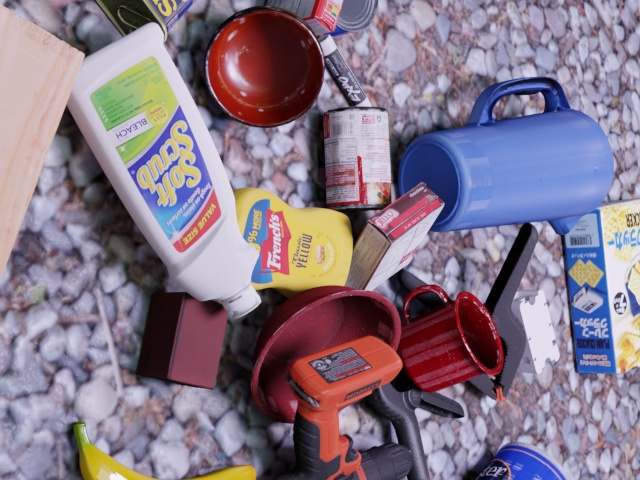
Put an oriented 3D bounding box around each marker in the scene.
[{"bbox_3d":[0.032,-0.162,1.121,0.020,0.020,0.121,-51,120,-31],"label":"marker"}]

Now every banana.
[{"bbox_3d":[-0.136,0.215,0.941,0.197,0.037,0.069,25,74,-38],"label":"banana"}]

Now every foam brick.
[{"bbox_3d":[-0.122,0.089,0.950,0.051,0.053,0.078,19,77,-40],"label":"foam brick"}]

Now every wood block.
[{"bbox_3d":[-0.267,-0.064,0.801,0.090,0.091,0.206,29,70,-36],"label":"wood block"}]

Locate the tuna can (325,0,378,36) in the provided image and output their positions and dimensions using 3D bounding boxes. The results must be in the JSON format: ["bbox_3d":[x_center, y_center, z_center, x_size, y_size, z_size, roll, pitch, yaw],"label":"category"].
[{"bbox_3d":[0.019,-0.256,1.104,0.085,0.034,0.086,2,86,-42],"label":"tuna can"}]

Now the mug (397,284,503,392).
[{"bbox_3d":[0.128,0.101,1.127,0.117,0.082,0.093,58,29,-9],"label":"mug"}]

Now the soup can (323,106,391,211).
[{"bbox_3d":[0.037,-0.082,1.090,0.068,0.069,0.102,-1,88,-42],"label":"soup can"}]

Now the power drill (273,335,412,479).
[{"bbox_3d":[0.026,0.186,1.023,0.184,0.057,0.188,-16,127,-35],"label":"power drill"}]

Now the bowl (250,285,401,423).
[{"bbox_3d":[-0.004,0.098,1.024,0.161,0.055,0.162,-18,133,-21],"label":"bowl"}]

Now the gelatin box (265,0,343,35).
[{"bbox_3d":[-0.015,-0.233,1.035,0.030,0.089,0.073,31,68,-38],"label":"gelatin box"}]

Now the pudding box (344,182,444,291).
[{"bbox_3d":[0.069,0.002,1.088,0.039,0.114,0.089,44,51,16],"label":"pudding box"}]

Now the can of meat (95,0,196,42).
[{"bbox_3d":[-0.153,-0.235,0.935,0.102,0.058,0.083,53,54,-27],"label":"can of meat"}]

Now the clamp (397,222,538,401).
[{"bbox_3d":[0.171,0.092,1.200,0.164,0.036,0.210,-12,115,-10],"label":"clamp"}]

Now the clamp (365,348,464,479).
[{"bbox_3d":[0.089,0.179,1.139,0.171,0.039,0.120,47,43,-24],"label":"clamp"}]

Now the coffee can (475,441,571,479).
[{"bbox_3d":[0.207,0.310,1.201,0.140,0.103,0.103,-40,114,-35],"label":"coffee can"}]

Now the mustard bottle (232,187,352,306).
[{"bbox_3d":[-0.056,0.001,1.009,0.191,0.058,0.096,16,84,-40],"label":"mustard bottle"}]

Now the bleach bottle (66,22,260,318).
[{"bbox_3d":[-0.119,-0.051,0.909,0.102,0.068,0.251,-32,99,-11],"label":"bleach bottle"}]

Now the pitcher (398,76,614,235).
[{"bbox_3d":[0.206,-0.087,1.206,0.242,0.145,0.149,-10,54,-39],"label":"pitcher"}]
